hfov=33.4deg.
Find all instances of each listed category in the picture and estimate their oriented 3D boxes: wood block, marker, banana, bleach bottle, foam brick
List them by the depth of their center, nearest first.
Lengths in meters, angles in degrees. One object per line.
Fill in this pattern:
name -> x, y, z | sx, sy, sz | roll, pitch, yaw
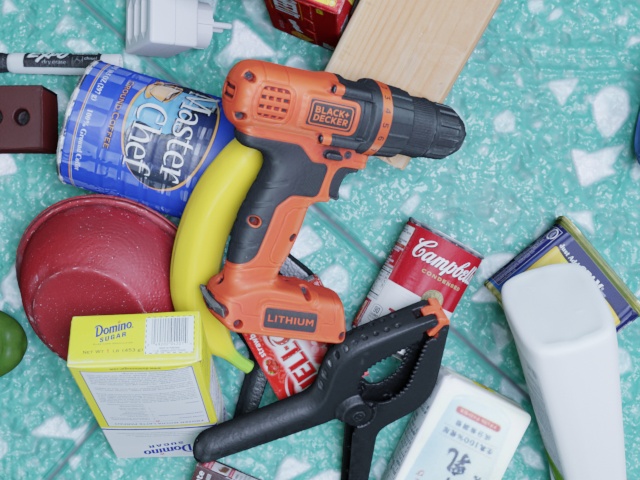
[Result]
banana -> -0.074, 0.004, 0.783 | 0.069, 0.037, 0.198 | 3, 112, -15
wood block -> 0.079, -0.170, 0.797 | 0.091, 0.090, 0.206 | 30, 116, 2
bleach bottle -> 0.195, 0.146, 0.807 | 0.068, 0.102, 0.251 | -15, 122, 3
foam brick -> -0.256, -0.097, 0.865 | 0.078, 0.051, 0.053 | -1, 90, 2
marker -> -0.224, -0.146, 0.880 | 0.121, 0.020, 0.020 | 2, 90, 2

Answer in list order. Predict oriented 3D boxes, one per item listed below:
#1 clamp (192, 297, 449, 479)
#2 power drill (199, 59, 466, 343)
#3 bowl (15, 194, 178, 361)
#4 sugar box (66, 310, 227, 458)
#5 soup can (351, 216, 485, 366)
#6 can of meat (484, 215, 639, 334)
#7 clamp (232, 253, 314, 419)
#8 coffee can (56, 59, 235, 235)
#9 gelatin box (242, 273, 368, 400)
clamp -> 0.028, 0.130, 0.815 | 0.210, 0.036, 0.164 | -43, 125, 14
power drill -> 0.003, -0.024, 0.749 | 0.184, 0.057, 0.188 | 9, 104, -26
bowl -> -0.169, 0.048, 0.828 | 0.162, 0.055, 0.162 | 4, 119, 8
sugar box -> -0.125, 0.113, 0.805 | 0.093, 0.176, 0.048 | -2, 60, 0
soup can -> 0.076, 0.041, 0.848 | 0.068, 0.068, 0.102 | 29, 92, 1
can of meat -> 0.193, 0.045, 0.851 | 0.084, 0.057, 0.102 | -40, 89, 4
clamp -> -0.019, 0.078, 0.867 | 0.120, 0.039, 0.171 | -6, 96, -6
coffee can -> -0.121, -0.073, 0.836 | 0.140, 0.103, 0.103 | 17, 91, 2
gelatin box -> -0.014, 0.082, 0.833 | 0.073, 0.030, 0.089 | -27, 97, 0
